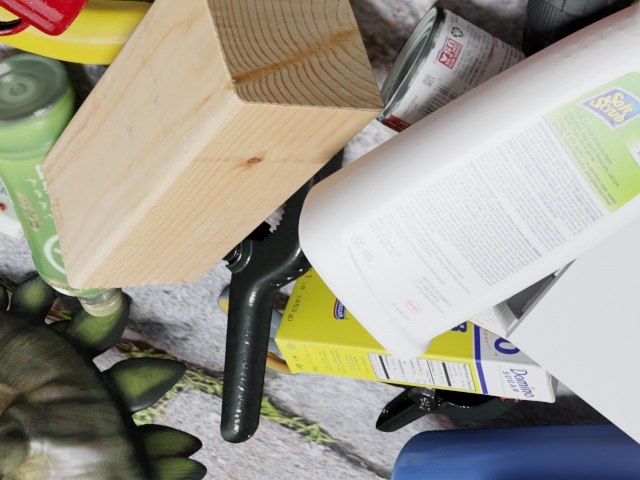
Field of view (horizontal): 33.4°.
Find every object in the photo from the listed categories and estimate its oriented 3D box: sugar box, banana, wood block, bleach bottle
[{"bbox_3d":[0.068,0.046,0.685,0.176,0.093,0.048,1,141,24],"label":"sugar box"},{"bbox_3d":[-0.170,-0.140,0.613,0.197,0.037,0.070,24,144,-4],"label":"banana"},{"bbox_3d":[-0.069,-0.056,0.588,0.090,0.090,0.206,-2,155,-37],"label":"wood block"},{"bbox_3d":[0.115,-0.037,0.484,0.251,0.068,0.102,-29,117,27],"label":"bleach bottle"}]

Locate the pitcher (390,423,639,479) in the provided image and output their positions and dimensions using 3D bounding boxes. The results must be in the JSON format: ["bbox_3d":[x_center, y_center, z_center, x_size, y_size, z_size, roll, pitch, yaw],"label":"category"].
[{"bbox_3d":[0.168,0.192,0.757,0.243,0.145,0.149,-6,132,35],"label":"pitcher"}]

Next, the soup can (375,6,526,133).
[{"bbox_3d":[0.087,-0.067,0.552,0.102,0.068,0.069,28,143,-8],"label":"soup can"}]

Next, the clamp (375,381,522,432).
[{"bbox_3d":[0.083,0.113,0.811,0.172,0.039,0.120,2,147,34],"label":"clamp"}]

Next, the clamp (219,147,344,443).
[{"bbox_3d":[-0.054,0.001,0.682,0.165,0.036,0.210,44,118,33],"label":"clamp"}]

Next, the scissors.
[{"bbox_3d":[-0.014,0.065,0.768,0.096,0.016,0.202,48,154,-13],"label":"scissors"}]
